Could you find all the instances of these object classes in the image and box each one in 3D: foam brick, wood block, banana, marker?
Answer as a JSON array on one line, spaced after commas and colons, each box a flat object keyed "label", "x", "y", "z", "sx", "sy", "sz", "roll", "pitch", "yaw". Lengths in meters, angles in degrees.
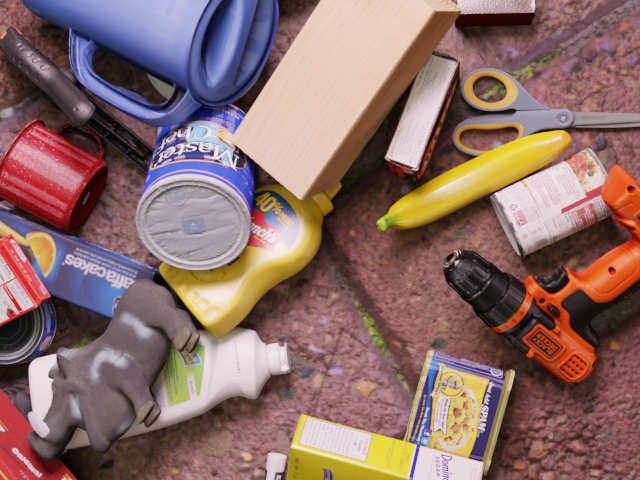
[{"label": "foam brick", "x": 0.168, "y": -0.239, "z": 1.034, "sx": 0.078, "sy": 0.051, "sz": 0.053, "roll": -1, "pitch": 88, "yaw": 6}, {"label": "wood block", "x": 0.022, "y": -0.148, "z": 0.957, "sx": 0.091, "sy": 0.090, "sz": 0.206, "roll": 41, "pitch": 114, "yaw": 11}, {"label": "banana", "x": 0.144, "y": -0.053, "z": 1.021, "sx": 0.198, "sy": 0.069, "sz": 0.037, "roll": -27, "pitch": 103, "yaw": 4}, {"label": "marker", "x": -0.052, "y": 0.271, "z": 1.053, "sx": 0.020, "sy": 0.020, "sz": 0.121, "roll": 9, "pitch": 89, "yaw": 7}]

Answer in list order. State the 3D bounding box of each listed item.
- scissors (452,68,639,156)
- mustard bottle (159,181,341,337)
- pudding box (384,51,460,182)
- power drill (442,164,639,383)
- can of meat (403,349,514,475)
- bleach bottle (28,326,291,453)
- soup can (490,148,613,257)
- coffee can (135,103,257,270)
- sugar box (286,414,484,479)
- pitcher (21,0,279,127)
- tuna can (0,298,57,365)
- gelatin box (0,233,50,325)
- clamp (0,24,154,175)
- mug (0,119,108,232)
[{"label": "scissors", "x": 0.224, "y": -0.135, "z": 1.042, "sx": 0.202, "sy": 0.016, "sz": 0.096, "roll": -14, "pitch": 86, "yaw": 5}, {"label": "mustard bottle", "x": -0.057, "y": 0.001, "z": 1.036, "sx": 0.191, "sy": 0.058, "sz": 0.096, "roll": -40, "pitch": 55, "yaw": -7}, {"label": "pudding box", "x": 0.098, "y": -0.116, "z": 1.018, "sx": 0.039, "sy": 0.090, "sz": 0.113, "roll": 19, "pitch": 89, "yaw": 7}, {"label": "power drill", "x": 0.229, "y": 0.023, "z": 0.972, "sx": 0.184, "sy": 0.057, "sz": 0.188, "roll": 38, "pitch": 108, "yaw": -21}, {"label": "can of meat", "x": 0.131, "y": 0.162, "z": 1.019, "sx": 0.084, "sy": 0.057, "sz": 0.102, "roll": 15, "pitch": 90, "yaw": 8}, {"label": "bleach bottle", "x": -0.153, "y": 0.143, "z": 1.049, "sx": 0.251, "sy": 0.068, "sz": 0.102, "roll": -9, "pitch": 87, "yaw": 4}, {"label": "soup can", "x": 0.221, "y": -0.035, "z": 1.011, "sx": 0.102, "sy": 0.068, "sz": 0.068, "roll": -26, "pitch": 85, "yaw": 5}, {"label": "coffee can", "x": -0.111, "y": -0.054, "z": 0.997, "sx": 0.103, "sy": 0.140, "sz": 0.103, "roll": 1, "pitch": 127, "yaw": 1}, {"label": "sugar box", "x": 0.058, "y": 0.226, "z": 1.006, "sx": 0.176, "sy": 0.093, "sz": 0.048, "roll": 15, "pitch": 48, "yaw": 9}, {"label": "pitcher", "x": -0.175, "y": -0.219, "z": 1.011, "sx": 0.243, "sy": 0.149, "sz": 0.145, "roll": 26, "pitch": 128, "yaw": 24}, {"label": "tuna can", "x": -0.314, "y": 0.083, "z": 1.083, "sx": 0.086, "sy": 0.033, "sz": 0.086, "roll": 0, "pitch": 87, "yaw": 6}, {"label": "gelatin box", "x": -0.316, "y": 0.044, "z": 1.032, "sx": 0.089, "sy": 0.030, "sz": 0.073, "roll": -26, "pitch": 101, "yaw": 23}, {"label": "clamp", "x": -0.245, "y": -0.142, "z": 1.054, "sx": 0.210, "sy": 0.164, "sz": 0.036, "roll": 40, "pitch": 89, "yaw": 30}, {"label": "mug", "x": -0.260, "y": -0.069, "z": 1.064, "sx": 0.081, "sy": 0.093, "sz": 0.117, "roll": 28, "pitch": 54, "yaw": 2}]
